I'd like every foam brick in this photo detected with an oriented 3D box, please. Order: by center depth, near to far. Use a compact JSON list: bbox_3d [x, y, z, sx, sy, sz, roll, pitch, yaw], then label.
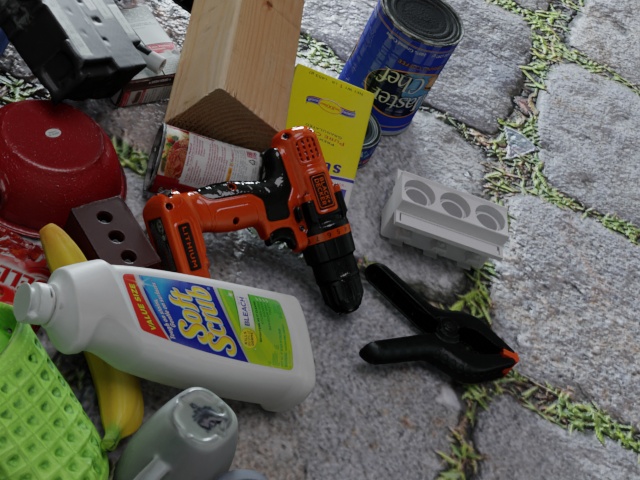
[{"bbox_3d":[-0.184,0.011,0.931,0.052,0.051,0.078,-19,65,-39],"label":"foam brick"}]

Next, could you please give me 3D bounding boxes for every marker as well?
[{"bbox_3d":[-0.212,-0.207,1.086,0.121,0.020,0.020,31,43,4],"label":"marker"}]

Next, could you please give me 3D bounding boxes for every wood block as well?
[{"bbox_3d":[-0.085,-0.186,1.105,0.090,0.090,0.206,36,44,-32],"label":"wood block"}]

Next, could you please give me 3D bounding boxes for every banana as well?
[{"bbox_3d":[-0.179,0.079,0.861,0.037,0.069,0.198,-22,69,-3],"label":"banana"}]

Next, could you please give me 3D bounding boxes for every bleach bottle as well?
[{"bbox_3d":[-0.121,0.074,0.846,0.250,0.068,0.102,14,54,-40],"label":"bleach bottle"}]

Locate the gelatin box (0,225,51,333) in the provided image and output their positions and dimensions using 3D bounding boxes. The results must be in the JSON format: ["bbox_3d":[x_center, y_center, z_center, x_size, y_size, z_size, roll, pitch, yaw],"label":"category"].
[{"bbox_3d":[-0.260,0.031,0.890,0.089,0.030,0.073,27,43,-3],"label":"gelatin box"}]

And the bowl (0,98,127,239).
[{"bbox_3d":[-0.250,-0.079,0.978,0.162,0.055,0.162,15,45,-16],"label":"bowl"}]

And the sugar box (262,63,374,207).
[{"bbox_3d":[-0.008,-0.088,1.093,0.093,0.048,0.176,20,59,-12],"label":"sugar box"}]

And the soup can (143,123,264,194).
[{"bbox_3d":[-0.113,-0.067,1.032,0.102,0.069,0.068,15,45,-16],"label":"soup can"}]

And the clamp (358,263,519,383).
[{"bbox_3d":[0.111,0.085,1.036,0.171,0.039,0.120,18,49,-22],"label":"clamp"}]

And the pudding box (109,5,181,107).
[{"bbox_3d":[-0.200,-0.196,1.126,0.089,0.039,0.113,-17,59,-37],"label":"pudding box"}]

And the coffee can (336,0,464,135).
[{"bbox_3d":[0.086,-0.204,1.212,0.102,0.140,0.103,15,46,-16],"label":"coffee can"}]

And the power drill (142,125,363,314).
[{"bbox_3d":[-0.056,0.001,0.978,0.187,0.057,0.184,-19,91,-31],"label":"power drill"}]
